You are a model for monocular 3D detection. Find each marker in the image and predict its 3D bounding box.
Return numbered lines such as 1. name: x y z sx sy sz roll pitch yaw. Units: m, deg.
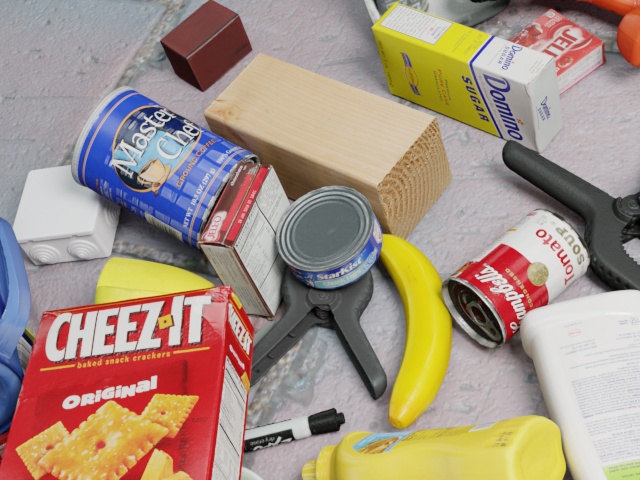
1. marker: -0.039 0.156 0.857 0.121 0.020 0.020 -14 51 8

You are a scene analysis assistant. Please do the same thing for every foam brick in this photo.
1. foam brick: -0.122 -0.209 1.143 0.078 0.053 0.051 -43 53 -17

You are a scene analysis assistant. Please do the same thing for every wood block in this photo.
1. wood block: 0.006 -0.086 0.982 0.206 0.090 0.090 25 65 33

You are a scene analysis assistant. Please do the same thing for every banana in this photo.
1. banana: 0.074 0.065 0.873 0.069 0.037 0.198 -10 50 -1

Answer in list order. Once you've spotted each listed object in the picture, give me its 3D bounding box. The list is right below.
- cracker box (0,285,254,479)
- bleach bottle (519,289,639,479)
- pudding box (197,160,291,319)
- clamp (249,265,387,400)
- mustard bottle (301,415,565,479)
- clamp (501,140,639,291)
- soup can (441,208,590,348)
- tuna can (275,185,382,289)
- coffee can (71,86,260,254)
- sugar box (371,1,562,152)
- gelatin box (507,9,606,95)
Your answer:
1. cracker box: -0.142 0.141 0.786 0.164 0.072 0.213 -8 46 12
2. bleach bottle: 0.215 0.158 0.743 0.102 0.068 0.251 -14 53 9
3. pudding box: -0.056 0.001 0.920 0.039 0.113 0.090 8 56 27
4. clamp: -0.007 0.060 0.902 0.120 0.039 0.171 1 48 -2
5. mustard bottle: 0.069 0.162 0.763 0.192 0.096 0.058 -11 87 32
6. clamp: 0.244 -0.022 0.881 0.164 0.036 0.210 -7 54 4
7. soup can: 0.156 0.029 0.849 0.102 0.068 0.069 -37 51 -20
8. tuna can: 0.008 -0.002 0.896 0.086 0.033 0.086 -12 52 16
9. coffee can: -0.141 -0.065 0.979 0.140 0.103 0.102 29 65 11
10. sugar box: 0.135 -0.151 0.985 0.176 0.093 0.048 30 68 35
11. gelatin box: 0.214 -0.173 1.015 0.089 0.030 0.073 -36 51 -10
